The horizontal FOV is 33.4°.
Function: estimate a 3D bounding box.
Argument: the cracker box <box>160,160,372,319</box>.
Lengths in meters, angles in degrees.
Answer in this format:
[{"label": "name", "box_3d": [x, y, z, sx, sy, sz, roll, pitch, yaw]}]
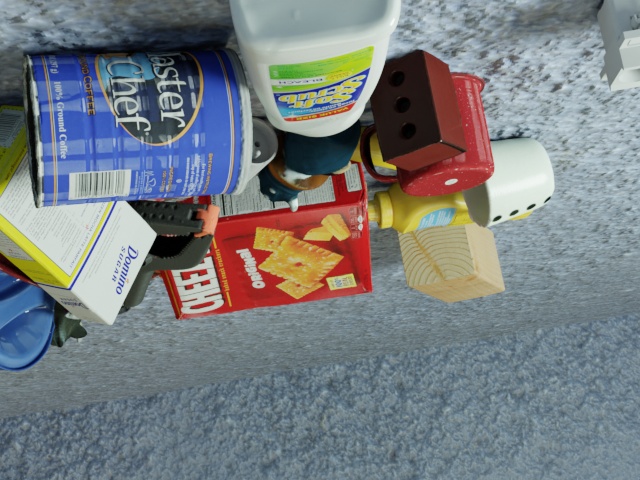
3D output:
[{"label": "cracker box", "box_3d": [-0.057, 0.001, 1.081, 0.213, 0.072, 0.164, -9, 145, -1]}]

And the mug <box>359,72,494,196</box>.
[{"label": "mug", "box_3d": [0.090, -0.084, 0.906, 0.117, 0.081, 0.093, -13, 167, 16]}]

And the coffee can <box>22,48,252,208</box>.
[{"label": "coffee can", "box_3d": [-0.127, -0.078, 0.729, 0.140, 0.103, 0.103, -5, 167, -18]}]

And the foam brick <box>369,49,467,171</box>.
[{"label": "foam brick", "box_3d": [0.075, -0.101, 0.833, 0.053, 0.078, 0.051, -19, 164, 29]}]

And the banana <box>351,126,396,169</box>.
[{"label": "banana", "box_3d": [0.075, -0.079, 1.022, 0.070, 0.037, 0.197, -16, 166, 24]}]

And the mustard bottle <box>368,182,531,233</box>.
[{"label": "mustard bottle", "box_3d": [0.136, -0.043, 1.178, 0.191, 0.058, 0.096, -8, 168, -7]}]

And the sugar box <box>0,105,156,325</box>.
[{"label": "sugar box", "box_3d": [-0.202, -0.015, 0.828, 0.048, 0.093, 0.176, 10, 153, 28]}]

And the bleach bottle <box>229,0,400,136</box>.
[{"label": "bleach bottle", "box_3d": [0.003, -0.121, 0.729, 0.102, 0.068, 0.251, -9, 170, 2]}]

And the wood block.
[{"label": "wood block", "box_3d": [0.177, 0.023, 1.431, 0.090, 0.091, 0.205, -13, 167, 18]}]

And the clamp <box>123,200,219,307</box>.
[{"label": "clamp", "box_3d": [-0.178, -0.001, 0.969, 0.164, 0.036, 0.210, 31, 145, -33]}]

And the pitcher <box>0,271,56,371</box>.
[{"label": "pitcher", "box_3d": [-0.411, 0.071, 1.104, 0.243, 0.149, 0.145, -6, -146, 24]}]
